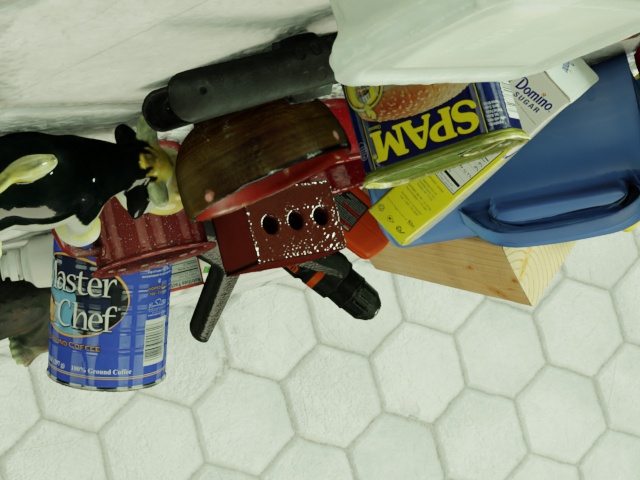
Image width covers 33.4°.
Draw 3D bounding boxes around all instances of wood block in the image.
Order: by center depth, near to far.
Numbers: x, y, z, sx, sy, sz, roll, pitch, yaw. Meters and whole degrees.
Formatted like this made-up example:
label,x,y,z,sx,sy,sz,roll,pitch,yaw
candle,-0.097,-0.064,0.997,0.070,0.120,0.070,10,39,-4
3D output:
label,x,y,z,sx,sy,sz,roll,pitch,yaw
wood block,0.136,-0.013,1.074,0.206,0.090,0.090,13,-124,45

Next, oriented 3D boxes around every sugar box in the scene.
label,x,y,z,sx,sy,sz,roll,pitch,yaw
sugar box,0.122,-0.073,0.806,0.176,0.048,0.093,-45,175,31

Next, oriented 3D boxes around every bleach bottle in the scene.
label,x,y,z,sx,sy,sz,roll,pitch,yaw
bleach bottle,-0.186,0.010,1.056,0.250,0.068,0.103,-7,175,-11

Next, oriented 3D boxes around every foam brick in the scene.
label,x,y,z,sx,sy,sz,roll,pitch,yaw
foam brick,-0.030,-0.009,0.763,0.078,0.053,0.051,-11,173,-35

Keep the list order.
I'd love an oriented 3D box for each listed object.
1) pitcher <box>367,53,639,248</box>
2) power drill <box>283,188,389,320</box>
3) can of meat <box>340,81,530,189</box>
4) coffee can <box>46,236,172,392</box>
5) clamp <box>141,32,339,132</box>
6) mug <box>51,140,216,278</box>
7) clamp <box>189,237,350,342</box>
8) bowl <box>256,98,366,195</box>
label,x,y,z,sx,sy,sz,roll,pitch,yaw
pitcher,0.166,-0.062,0.928,0.243,0.145,0.149,-14,178,17
power drill,0.010,0.004,1.100,0.057,0.184,0.188,-52,-177,-23
can of meat,0.066,-0.086,0.649,0.102,0.084,0.057,-17,174,26
coffee can,-0.178,0.046,0.910,0.103,0.140,0.103,5,-170,-1
clamp,-0.014,-0.091,0.573,0.171,0.039,0.120,-19,-167,-5
mug,-0.140,-0.021,0.769,0.117,0.081,0.093,-12,174,-35
clamp,-0.056,0.001,0.953,0.164,0.036,0.210,-21,141,-10
bowl,-0.010,-0.067,0.806,0.162,0.055,0.162,-15,175,-1
